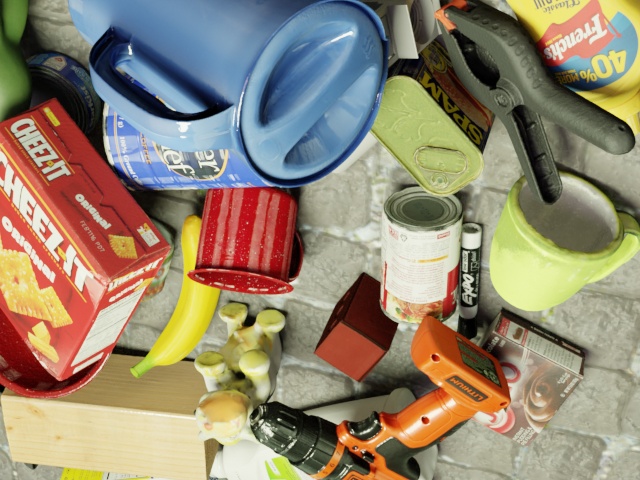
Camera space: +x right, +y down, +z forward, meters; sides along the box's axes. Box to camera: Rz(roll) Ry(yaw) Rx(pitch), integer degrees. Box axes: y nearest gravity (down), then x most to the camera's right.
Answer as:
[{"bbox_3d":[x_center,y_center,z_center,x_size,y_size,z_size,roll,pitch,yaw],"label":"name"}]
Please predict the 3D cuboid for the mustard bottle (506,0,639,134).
[{"bbox_3d":[0.186,-0.156,0.761,0.096,0.058,0.191,-12,120,37],"label":"mustard bottle"}]

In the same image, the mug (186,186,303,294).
[{"bbox_3d":[-0.056,0.001,0.937,0.093,0.081,0.117,-5,162,43],"label":"mug"}]

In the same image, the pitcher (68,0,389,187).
[{"bbox_3d":[-0.084,-0.143,0.760,0.243,0.149,0.145,34,96,37],"label":"pitcher"}]

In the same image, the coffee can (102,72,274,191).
[{"bbox_3d":[-0.092,-0.093,0.879,0.140,0.102,0.103,-1,123,21],"label":"coffee can"}]

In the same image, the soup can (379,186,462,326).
[{"bbox_3d":[0.085,0.013,0.911,0.068,0.068,0.102,9,125,14],"label":"soup can"}]

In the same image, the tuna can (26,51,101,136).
[{"bbox_3d":[-0.240,-0.124,0.955,0.086,0.033,0.086,10,126,13],"label":"tuna can"}]

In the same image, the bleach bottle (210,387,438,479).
[{"bbox_3d":[-0.012,0.214,1.093,0.251,0.068,0.102,-11,120,29],"label":"bleach bottle"}]

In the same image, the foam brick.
[{"bbox_3d":[0.037,0.078,0.969,0.051,0.078,0.053,33,126,-4],"label":"foam brick"}]

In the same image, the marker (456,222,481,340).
[{"bbox_3d":[0.131,0.039,0.944,0.020,0.020,0.121,7,126,15],"label":"marker"}]

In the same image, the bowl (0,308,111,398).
[{"bbox_3d":[-0.267,0.074,1.065,0.162,0.055,0.162,0,91,14],"label":"bowl"}]

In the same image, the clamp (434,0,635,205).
[{"bbox_3d":[0.150,-0.108,0.767,0.171,0.039,0.120,53,150,-5],"label":"clamp"}]

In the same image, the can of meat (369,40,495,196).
[{"bbox_3d":[0.086,-0.098,0.822,0.102,0.083,0.058,45,126,-14],"label":"can of meat"}]

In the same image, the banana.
[{"bbox_3d":[-0.125,0.053,1.019,0.037,0.069,0.198,36,123,22],"label":"banana"}]

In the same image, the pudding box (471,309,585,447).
[{"bbox_3d":[0.176,0.128,0.976,0.090,0.039,0.114,27,128,1],"label":"pudding box"}]

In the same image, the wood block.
[{"bbox_3d":[-0.209,0.178,1.099,0.206,0.090,0.090,5,122,6],"label":"wood block"}]

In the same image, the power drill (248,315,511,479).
[{"bbox_3d":[0.056,0.149,0.931,0.184,0.057,0.188,32,119,-28],"label":"power drill"}]

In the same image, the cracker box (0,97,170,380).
[{"bbox_3d":[-0.230,0.008,0.925,0.164,0.072,0.214,51,144,9],"label":"cracker box"}]
